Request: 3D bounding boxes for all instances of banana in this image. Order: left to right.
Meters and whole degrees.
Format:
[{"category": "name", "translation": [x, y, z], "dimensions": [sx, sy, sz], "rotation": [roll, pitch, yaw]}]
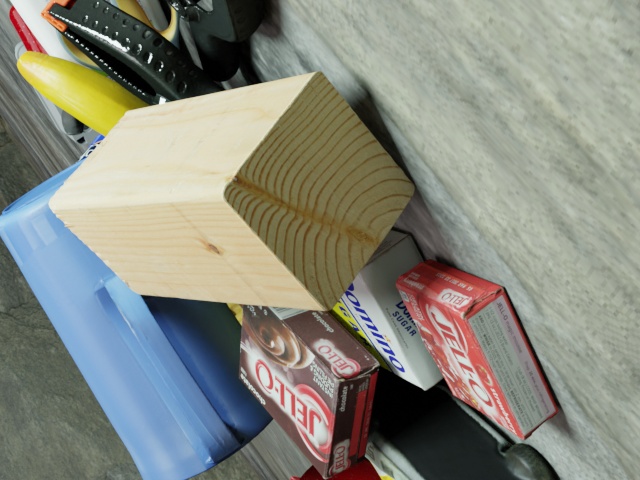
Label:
[{"category": "banana", "translation": [-0.127, -0.075, 0.771], "dimensions": [0.070, 0.037, 0.197], "rotation": [6, 158, 48]}]

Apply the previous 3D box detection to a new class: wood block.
[{"category": "wood block", "translation": [-0.060, -0.024, 0.615], "dimensions": [0.207, 0.090, 0.090], "rotation": [1, 139, 53]}]

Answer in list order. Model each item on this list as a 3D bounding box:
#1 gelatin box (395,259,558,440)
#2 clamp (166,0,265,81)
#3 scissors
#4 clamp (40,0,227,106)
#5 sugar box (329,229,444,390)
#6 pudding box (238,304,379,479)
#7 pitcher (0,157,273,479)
[{"category": "gelatin box", "translation": [0.085, 0.058, 0.591], "dimensions": [0.089, 0.030, 0.073], "rotation": [61, 165, -23]}, {"category": "clamp", "translation": [-0.068, -0.142, 0.632], "dimensions": [0.120, 0.039, 0.172], "rotation": [47, 172, -25]}, {"category": "scissors", "translation": [-0.118, -0.111, 0.769], "dimensions": [0.016, 0.096, 0.201], "rotation": [-110, -1, -56]}, {"category": "clamp", "translation": [-0.088, -0.091, 0.703], "dimensions": [0.210, 0.036, 0.165], "rotation": [35, 169, -6]}, {"category": "sugar box", "translation": [0.022, 0.032, 0.707], "dimensions": [0.093, 0.048, 0.176], "rotation": [60, 166, -19]}, {"category": "pudding box", "translation": [-0.011, 0.087, 0.708], "dimensions": [0.114, 0.039, 0.090], "rotation": [45, 140, 41]}, {"category": "pitcher", "translation": [-0.137, 0.058, 0.814], "dimensions": [0.149, 0.144, 0.243], "rotation": [-20, 107, 36]}]
